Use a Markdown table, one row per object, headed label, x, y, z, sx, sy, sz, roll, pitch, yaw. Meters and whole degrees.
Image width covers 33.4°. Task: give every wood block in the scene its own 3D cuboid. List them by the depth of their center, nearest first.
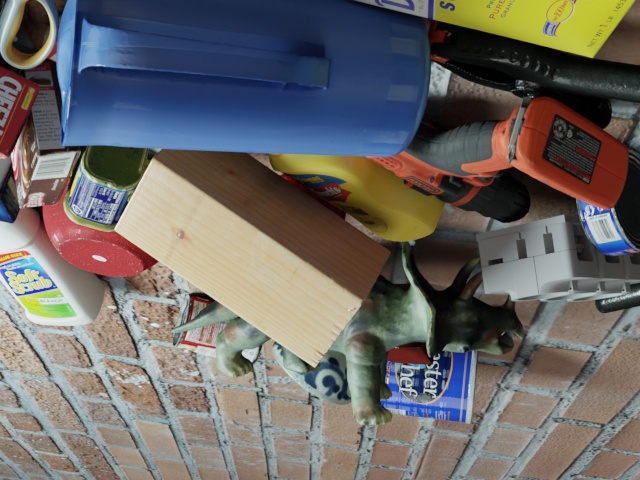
| label | x | y | z | sx | sy | sz | roll | pitch | yaw |
| --- | --- | --- | --- | --- | --- | --- | --- | --- | --- |
| wood block | -0.056 | 0.001 | 0.911 | 0.206 | 0.090 | 0.091 | 35 | 123 | 0 |

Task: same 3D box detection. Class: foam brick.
| label | x | y | z | sx | sy | sz | roll | pitch | yaw |
| --- | --- | --- | --- | --- | --- | --- | --- | --- | --- |
| foam brick | 0.100 | 0.095 | 1.201 | 0.053 | 0.078 | 0.051 | -2 | 154 | 22 |

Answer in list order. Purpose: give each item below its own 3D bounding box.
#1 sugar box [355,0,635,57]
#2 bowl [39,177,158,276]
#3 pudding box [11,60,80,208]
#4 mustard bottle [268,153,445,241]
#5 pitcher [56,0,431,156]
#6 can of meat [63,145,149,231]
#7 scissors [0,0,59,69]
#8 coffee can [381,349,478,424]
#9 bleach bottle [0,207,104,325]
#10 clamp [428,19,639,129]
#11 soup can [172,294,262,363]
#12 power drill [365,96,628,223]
| label | x | y | z | sx | sy | sz | roll | pitch | yaw |
| --- | --- | --- | --- | --- | --- | --- | --- | --- | --- |
| sugar box | 0.107 | -0.174 | 0.674 | 0.176 | 0.048 | 0.093 | 10 | 156 | -5 |
| bowl | -0.227 | -0.005 | 1.133 | 0.162 | 0.055 | 0.162 | 8 | 155 | 4 |
| pudding box | -0.241 | -0.090 | 0.915 | 0.039 | 0.090 | 0.114 | -6 | 162 | -28 |
| mustard bottle | 0.014 | -0.062 | 0.920 | 0.191 | 0.058 | 0.096 | 31 | 169 | -35 |
| pitcher | -0.051 | -0.118 | 0.712 | 0.242 | 0.149 | 0.145 | 4 | 142 | -15 |
| can of meat | -0.180 | -0.072 | 0.924 | 0.057 | 0.102 | 0.084 | 17 | 152 | -14 |
| scissors | -0.209 | -0.197 | 0.712 | 0.096 | 0.016 | 0.202 | 11 | 138 | -9 |
| coffee can | 0.121 | 0.166 | 1.314 | 0.140 | 0.103 | 0.103 | 5 | 154 | 9 |
| bleach bottle | -0.336 | 0.016 | 1.209 | 0.103 | 0.068 | 0.250 | 2 | 151 | 15 |
| clamp | 0.160 | -0.120 | 0.755 | 0.171 | 0.039 | 0.120 | 15 | 169 | -15 |
| soup can | -0.125 | 0.112 | 1.326 | 0.102 | 0.068 | 0.069 | 16 | 154 | -14 |
| power drill | 0.146 | -0.057 | 0.843 | 0.184 | 0.057 | 0.188 | 22 | 168 | -32 |
